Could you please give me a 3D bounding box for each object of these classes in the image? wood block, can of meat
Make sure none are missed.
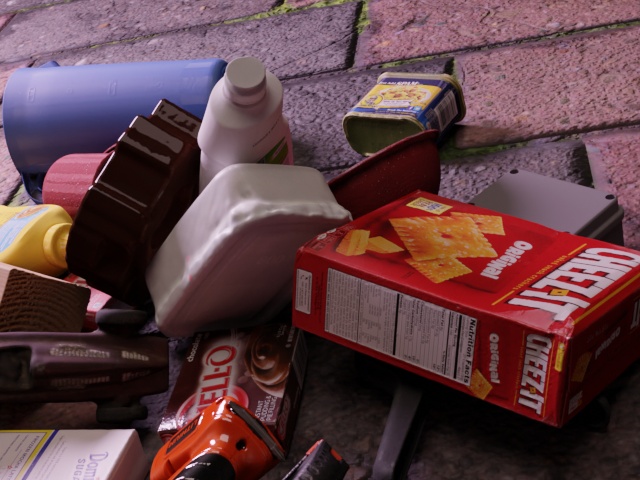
[{"bbox_3d":[-0.304,0.056,0.907,0.206,0.090,0.091,11,84,37],"label":"wood block"},{"bbox_3d":[0.085,-0.126,1.092,0.102,0.057,0.083,8,41,35],"label":"can of meat"}]

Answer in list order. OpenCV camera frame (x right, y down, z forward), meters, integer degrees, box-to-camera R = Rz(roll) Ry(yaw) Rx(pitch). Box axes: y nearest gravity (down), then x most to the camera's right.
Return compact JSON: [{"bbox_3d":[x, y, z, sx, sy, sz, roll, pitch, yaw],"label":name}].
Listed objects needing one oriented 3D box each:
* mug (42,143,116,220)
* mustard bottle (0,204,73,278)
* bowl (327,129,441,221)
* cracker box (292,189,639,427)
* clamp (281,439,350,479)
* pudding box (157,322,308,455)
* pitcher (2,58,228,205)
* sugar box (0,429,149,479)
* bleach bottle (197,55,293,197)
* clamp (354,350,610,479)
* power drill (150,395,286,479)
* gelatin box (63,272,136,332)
[{"bbox_3d":[-0.218,-0.056,1.072,0.082,0.093,0.117,3,56,35],"label":"mug"},{"bbox_3d":[-0.288,0.005,1.016,0.192,0.058,0.096,-1,36,38],"label":"mustard bottle"},{"bbox_3d":[0.045,-0.029,0.909,0.162,0.055,0.162,-30,-7,-4],"label":"bowl"},{"bbox_3d":[0.112,0.035,0.751,0.214,0.072,0.163,18,27,34],"label":"cracker box"},{"bbox_3d":[-0.031,0.172,0.632,0.171,0.039,0.120,-43,3,-41],"label":"clamp"},{"bbox_3d":[-0.061,0.111,0.791,0.090,0.039,0.113,-7,32,15],"label":"pudding box"},{"bbox_3d":[-0.213,-0.124,1.167,0.243,0.149,0.145,-4,18,12],"label":"pitcher"},{"bbox_3d":[-0.219,0.177,0.750,0.176,0.048,0.093,-1,32,17],"label":"sugar box"},{"bbox_3d":[-0.058,-0.065,0.865,0.068,0.251,0.102,27,63,10],"label":"bleach bottle"},{"bbox_3d":[0.074,0.098,0.750,0.164,0.036,0.210,-18,29,-21],"label":"clamp"},{"bbox_3d":[-0.111,0.185,0.630,0.185,0.057,0.187,-39,6,37],"label":"power drill"},{"bbox_3d":[-0.198,0.045,0.966,0.073,0.030,0.089,6,37,32],"label":"gelatin box"}]
